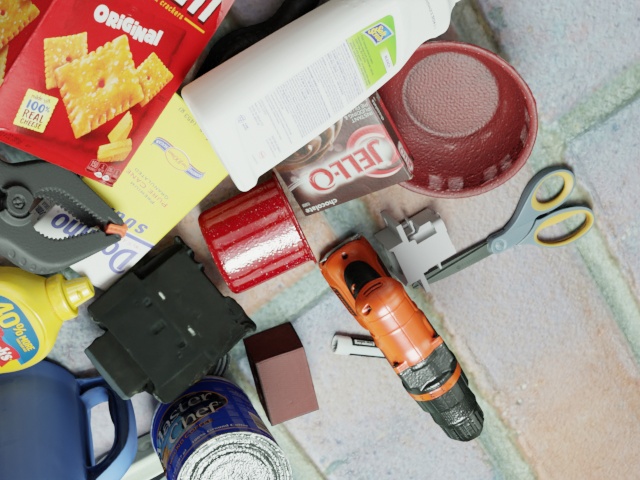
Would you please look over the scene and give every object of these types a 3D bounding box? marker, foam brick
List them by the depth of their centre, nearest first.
[{"bbox_3d":[-0.039,0.131,1.046,0.051,0.053,0.078,-17,116,-10],"label":"foam brick"},{"bbox_3d":[0.070,0.112,1.090,0.121,0.020,0.020,9,109,-20],"label":"marker"}]

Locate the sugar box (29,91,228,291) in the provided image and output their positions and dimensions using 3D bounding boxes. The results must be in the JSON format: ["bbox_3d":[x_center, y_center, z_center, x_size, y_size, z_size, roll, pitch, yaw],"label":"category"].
[{"bbox_3d":[-0.163,-0.046,0.937,0.176,0.048,0.093,-45,118,4],"label":"sugar box"}]

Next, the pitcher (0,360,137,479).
[{"bbox_3d":[-0.241,0.209,0.910,0.144,0.243,0.149,19,106,-25],"label":"pitcher"}]

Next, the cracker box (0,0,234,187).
[{"bbox_3d":[-0.169,-0.160,0.820,0.214,0.072,0.164,-56,150,4],"label":"cracker box"}]

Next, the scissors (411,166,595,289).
[{"bbox_3d":[0.183,-0.016,1.072,0.201,0.016,0.096,-13,114,-12],"label":"scissors"}]

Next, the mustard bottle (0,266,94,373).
[{"bbox_3d":[-0.289,0.075,0.930,0.191,0.058,0.096,-22,118,1],"label":"mustard bottle"}]

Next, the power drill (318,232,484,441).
[{"bbox_3d":[0.073,0.083,0.984,0.057,0.188,0.184,-34,116,-3],"label":"power drill"}]

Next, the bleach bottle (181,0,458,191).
[{"bbox_3d":[0.016,-0.147,0.876,0.251,0.068,0.102,-32,141,-3],"label":"bleach bottle"}]

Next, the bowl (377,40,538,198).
[{"bbox_3d":[0.116,-0.118,0.965,0.162,0.055,0.162,6,128,8],"label":"bowl"}]

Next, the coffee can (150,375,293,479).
[{"bbox_3d":[-0.092,0.192,0.958,0.102,0.140,0.103,-4,104,-17],"label":"coffee can"}]

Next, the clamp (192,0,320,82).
[{"bbox_3d":[-0.029,-0.160,0.921,0.172,0.039,0.120,-32,136,18],"label":"clamp"}]

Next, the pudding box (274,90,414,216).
[{"bbox_3d":[0.016,-0.081,0.956,0.114,0.039,0.090,-18,120,25],"label":"pudding box"}]

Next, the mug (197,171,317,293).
[{"bbox_3d":[-0.056,0.001,0.974,0.081,0.093,0.117,-25,154,0],"label":"mug"}]

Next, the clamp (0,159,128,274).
[{"bbox_3d":[-0.252,-0.036,0.847,0.209,0.036,0.164,7,74,-40],"label":"clamp"}]
